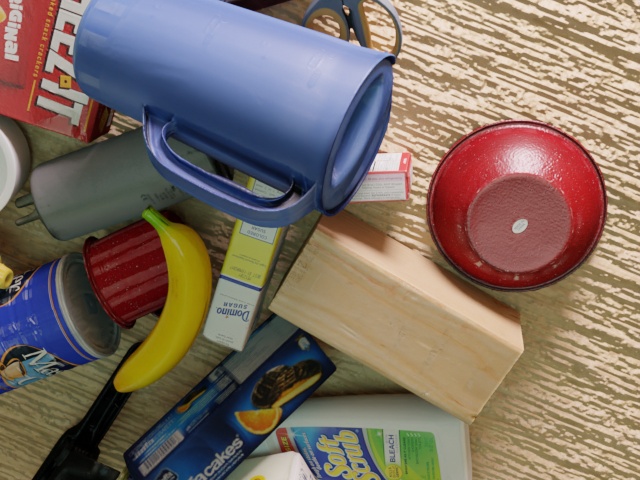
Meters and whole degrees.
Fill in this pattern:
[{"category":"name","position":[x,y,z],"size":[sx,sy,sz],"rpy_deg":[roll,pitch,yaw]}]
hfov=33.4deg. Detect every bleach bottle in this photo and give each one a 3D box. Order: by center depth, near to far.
[{"category":"bleach bottle","position":[0.015,0.199,1.021],"size":[0.251,0.068,0.102],"rpy_deg":[-4,110,11]}]

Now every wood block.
[{"category":"wood block","position":[0.068,0.064,0.957],"size":[0.206,0.090,0.090],"rpy_deg":[30,109,-3]}]

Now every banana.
[{"category":"banana","position":[-0.134,0.060,0.933],"size":[0.069,0.037,0.198],"rpy_deg":[19,119,7]}]

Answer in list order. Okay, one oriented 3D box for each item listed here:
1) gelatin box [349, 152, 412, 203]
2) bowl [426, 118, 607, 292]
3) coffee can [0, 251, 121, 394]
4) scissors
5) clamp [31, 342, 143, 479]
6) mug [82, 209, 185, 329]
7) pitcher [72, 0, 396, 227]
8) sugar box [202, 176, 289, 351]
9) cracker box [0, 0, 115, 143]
[{"category":"gelatin box","position":[0.035,-0.054,0.935],"size":[0.089,0.073,0.030],"rpy_deg":[-3,106,8]},{"category":"bowl","position":[0.173,-0.022,0.936],"size":[0.162,0.055,0.162],"rpy_deg":[2,107,7]},{"category":"coffee can","position":[-0.274,0.082,1.001],"size":[0.140,0.102,0.103],"rpy_deg":[-20,103,13]},{"category":"scissors","position":[0.005,-0.222,0.876],"size":[0.096,0.016,0.201],"rpy_deg":[-12,131,23]},{"category":"clamp","position":[-0.232,0.210,1.019],"size":[0.036,0.164,0.210],"rpy_deg":[34,118,-18]},{"category":"mug","position":[-0.153,0.031,0.984],"size":[0.081,0.093,0.117],"rpy_deg":[-24,131,9]},{"category":"pitcher","position":[-0.074,-0.115,0.838],"size":[0.243,0.149,0.145],"rpy_deg":[23,106,15]},{"category":"sugar box","position":[-0.057,0.001,0.953],"size":[0.048,0.093,0.176],"rpy_deg":[21,108,1]},{"category":"cracker box","position":[-0.274,-0.197,0.933],"size":[0.213,0.072,0.164],"rpy_deg":[19,109,1]}]
